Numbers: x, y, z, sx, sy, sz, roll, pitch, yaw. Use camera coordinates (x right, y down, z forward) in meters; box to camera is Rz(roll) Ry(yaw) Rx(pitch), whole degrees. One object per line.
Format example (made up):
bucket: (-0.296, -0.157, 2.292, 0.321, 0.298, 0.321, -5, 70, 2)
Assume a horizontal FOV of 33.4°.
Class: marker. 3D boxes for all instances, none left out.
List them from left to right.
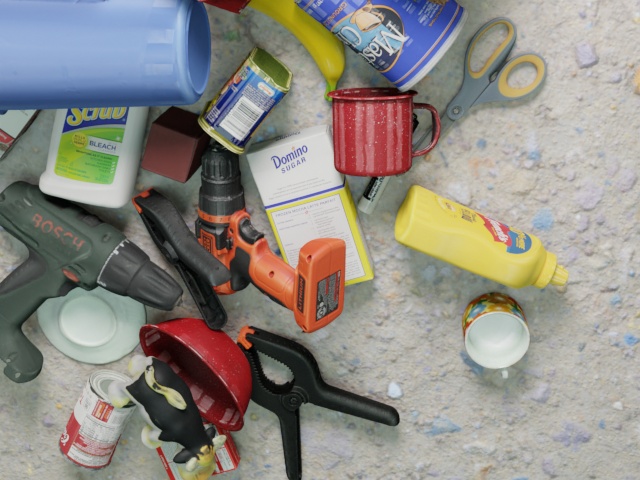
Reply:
marker: (0.074, -0.084, 1.152, 0.020, 0.020, 0.121, 24, 112, -7)

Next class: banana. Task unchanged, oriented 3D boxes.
banana: (-0.040, -0.226, 1.089, 0.197, 0.037, 0.070, 41, 109, -13)

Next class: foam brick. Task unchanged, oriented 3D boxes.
foam brick: (-0.150, -0.101, 1.123, 0.051, 0.078, 0.053, 20, 112, 1)

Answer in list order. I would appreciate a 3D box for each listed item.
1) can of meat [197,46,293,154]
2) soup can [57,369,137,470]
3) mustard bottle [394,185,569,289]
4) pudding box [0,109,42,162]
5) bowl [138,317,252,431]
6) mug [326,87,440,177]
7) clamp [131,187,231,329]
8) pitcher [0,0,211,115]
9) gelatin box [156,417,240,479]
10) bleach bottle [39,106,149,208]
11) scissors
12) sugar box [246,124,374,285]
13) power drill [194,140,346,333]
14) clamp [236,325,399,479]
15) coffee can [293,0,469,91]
can of meat: (-0.074, -0.146, 1.091, 0.057, 0.102, 0.084, 37, 108, -12)
soup can: (-0.262, 0.214, 1.271, 0.068, 0.068, 0.102, 26, 111, -7)
mustard bottle: (0.176, 0.006, 1.141, 0.191, 0.096, 0.058, 23, 112, -6)
pudding box: (-0.352, -0.146, 1.141, 0.090, 0.039, 0.114, 39, 108, -12)
bowl: (-0.130, 0.141, 1.213, 0.162, 0.055, 0.162, 33, 149, 23)
mug: (0.065, -0.112, 1.097, 0.117, 0.093, 0.081, -3, 104, -6)
clamp: (-0.148, 0.018, 1.161, 0.039, 0.172, 0.120, -24, 147, -26)
pitcher: (-0.233, -0.192, 1.005, 0.243, 0.149, 0.145, 2, 90, 8)
gelatin box: (-0.151, 0.252, 1.301, 0.089, 0.030, 0.073, -17, 109, 10)
bleach bottle: (-0.227, -0.165, 1.114, 0.102, 0.068, 0.251, 13, 110, 1)
scissors: (0.164, -0.137, 1.126, 0.096, 0.016, 0.202, 23, 112, -6)
sugar box: (-0.009, -0.032, 1.166, 0.093, 0.048, 0.176, -14, 108, 10)
power drill: (-0.057, 0.001, 1.123, 0.188, 0.057, 0.184, 28, 132, 36)
clamp: (-0.033, 0.190, 1.264, 0.210, 0.036, 0.165, 43, 110, -11)
coffee can: (0.060, -0.229, 1.046, 0.140, 0.102, 0.103, 38, 110, -12)
